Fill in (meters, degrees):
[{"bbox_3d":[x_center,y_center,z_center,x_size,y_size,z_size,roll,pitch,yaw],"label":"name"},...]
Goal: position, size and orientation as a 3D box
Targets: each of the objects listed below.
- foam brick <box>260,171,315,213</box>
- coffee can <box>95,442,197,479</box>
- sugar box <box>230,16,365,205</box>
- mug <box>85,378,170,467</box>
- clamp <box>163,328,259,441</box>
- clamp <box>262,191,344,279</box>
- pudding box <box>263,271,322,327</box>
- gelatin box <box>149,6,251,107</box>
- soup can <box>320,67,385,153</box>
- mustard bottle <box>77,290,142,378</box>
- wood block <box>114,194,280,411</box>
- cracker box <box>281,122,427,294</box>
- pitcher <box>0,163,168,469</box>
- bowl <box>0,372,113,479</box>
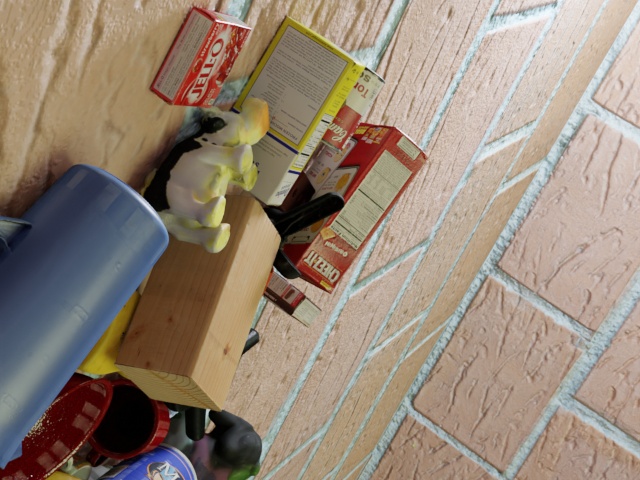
[{"bbox_3d":[-0.046,-0.064,1.308,0.053,0.051,0.078,-54,163,-5],"label":"foam brick"},{"bbox_3d":[-0.224,0.317,1.296,0.103,0.103,0.140,-60,169,17],"label":"coffee can"},{"bbox_3d":[-0.039,-0.134,1.121,0.176,0.093,0.048,-58,163,13],"label":"sugar box"},{"bbox_3d":[-0.236,0.225,1.282,0.117,0.093,0.081,-52,168,-5],"label":"mug"},{"bbox_3d":[-0.152,0.179,1.318,0.164,0.036,0.209,-63,162,2],"label":"clamp"},{"bbox_3d":[-0.058,0.002,1.226,0.172,0.039,0.120,-11,-145,41],"label":"clamp"},{"bbox_3d":[-0.051,0.076,1.502,0.039,0.090,0.113,-54,163,-2],"label":"pudding box"},{"bbox_3d":[-0.108,-0.165,0.975,0.089,0.030,0.073,-60,163,16],"label":"gelatin box"},{"bbox_3d":[0.024,-0.164,1.278,0.102,0.068,0.068,-57,164,5],"label":"soup can"},{"bbox_3d":[-0.194,0.103,1.152,0.191,0.058,0.096,29,81,-64],"label":"mustard bottle"},{"bbox_3d":[-0.123,0.060,1.115,0.090,0.090,0.206,60,42,-54],"label":"wood block"},{"bbox_3d":[0.024,-0.048,1.361,0.213,0.072,0.164,-54,-157,-5],"label":"cracker box"},{"bbox_3d":[-0.243,0.049,0.875,0.242,0.145,0.149,-53,176,-20],"label":"pitcher"},{"bbox_3d":[-0.291,0.187,1.096,0.162,0.055,0.162,-44,163,-18],"label":"bowl"}]
